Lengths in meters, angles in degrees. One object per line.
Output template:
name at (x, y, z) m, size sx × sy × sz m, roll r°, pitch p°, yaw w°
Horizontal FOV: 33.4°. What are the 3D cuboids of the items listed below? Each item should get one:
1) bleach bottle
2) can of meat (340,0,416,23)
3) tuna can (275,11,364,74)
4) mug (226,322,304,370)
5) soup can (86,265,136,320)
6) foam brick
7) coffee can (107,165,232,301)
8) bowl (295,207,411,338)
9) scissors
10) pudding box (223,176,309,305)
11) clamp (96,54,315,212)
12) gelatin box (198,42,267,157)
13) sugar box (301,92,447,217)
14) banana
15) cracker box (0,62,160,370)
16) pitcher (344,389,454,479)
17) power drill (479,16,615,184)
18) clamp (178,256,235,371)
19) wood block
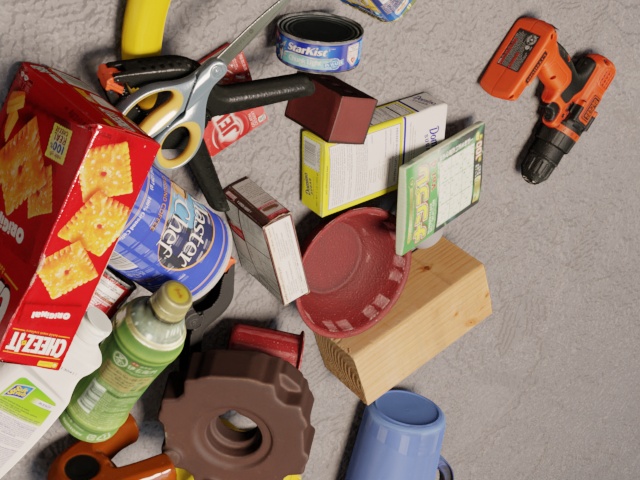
bleach bottle at (-0.282, 0.150, 0.990) m, size 0.251 × 0.068 × 0.102 m, roll -40°, pitch 133°, yaw 18°
can of meat at (0.037, -0.261, 1.026) m, size 0.057 × 0.102 × 0.083 m, roll -52°, pitch 139°, yaw 0°
tuna can at (-0.001, -0.194, 1.048) m, size 0.085 × 0.086 × 0.034 m, roll -16°, pitch 127°, yaw -32°
mug at (-0.069, 0.146, 1.201) m, size 0.081 × 0.093 × 0.117 m, roll 12°, pitch 135°, yaw -5°
soup can at (-0.236, 0.064, 1.033) m, size 0.102 × 0.069 × 0.068 m, roll -51°, pitch 137°, yaw -1°
foam brick at (0.011, -0.137, 1.102) m, size 0.052 × 0.078 × 0.051 m, roll -2°, pitch 117°, yaw -41°
coffee can at (-0.165, -0.013, 1.016) m, size 0.103 × 0.103 × 0.140 m, roll -51°, pitch 137°, yaw -1°
bowl at (0.026, 0.030, 1.230) m, size 0.161 × 0.055 × 0.162 m, roll -15°, pitch 119°, yaw -30°
scissors at (-0.094, -0.135, 0.956) m, size 0.201 × 0.016 × 0.096 m, roll -33°, pitch 134°, yaw -11°
pudding box at (-0.057, 0.001, 1.125) m, size 0.039 × 0.090 × 0.113 m, roll -32°, pitch 133°, yaw -20°
clamp at (-0.110, -0.123, 0.990) m, size 0.165 × 0.036 × 0.209 m, roll -49°, pitch 137°, yaw 12°
gelatin box at (-0.098, -0.136, 1.045) m, size 0.073 × 0.030 × 0.089 m, roll -35°, pitch 134°, yaw -17°
sugar box at (0.061, -0.098, 1.193) m, size 0.175 × 0.048 × 0.093 m, roll -22°, pitch 129°, yaw -33°
banana at (-0.142, -0.212, 0.954) m, size 0.069 × 0.037 × 0.198 m, roll 12°, pitch 109°, yaw -44°
cracker box at (-0.239, -0.025, 0.903) m, size 0.072 × 0.164 × 0.214 m, roll 17°, pitch 105°, yaw -43°
pitcher at (0.102, 0.329, 1.447) m, size 0.149 × 0.145 × 0.243 m, roll -38°, pitch 142°, yaw -62°
power drill at (0.272, -0.174, 1.313) m, size 0.187 × 0.057 × 0.184 m, roll 27°, pitch 94°, yaw -49°
clamp at (-0.152, 0.081, 1.136) m, size 0.120 × 0.039 × 0.171 m, roll 7°, pitch 115°, yaw -48°
wood block at (0.103, 0.095, 1.320) m, size 0.205 × 0.091 × 0.090 m, roll -34°, pitch 133°, yaw -18°
